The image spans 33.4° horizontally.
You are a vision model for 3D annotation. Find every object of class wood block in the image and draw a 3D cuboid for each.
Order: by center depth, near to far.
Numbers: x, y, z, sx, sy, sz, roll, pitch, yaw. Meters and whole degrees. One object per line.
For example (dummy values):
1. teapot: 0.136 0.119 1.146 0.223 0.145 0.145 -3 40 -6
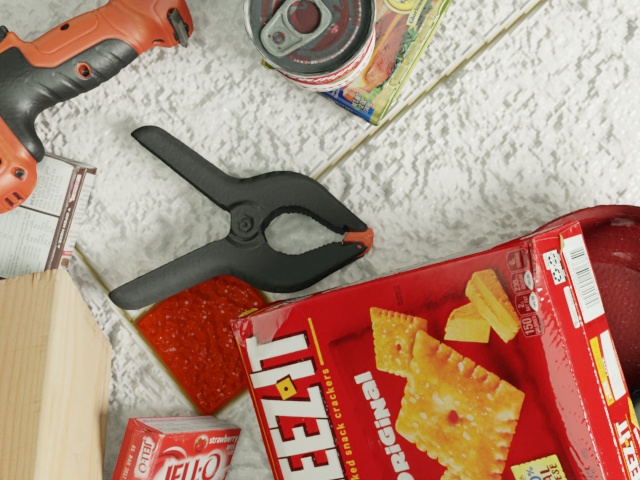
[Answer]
1. wood block: -0.183 0.127 0.620 0.091 0.090 0.206 -12 46 6

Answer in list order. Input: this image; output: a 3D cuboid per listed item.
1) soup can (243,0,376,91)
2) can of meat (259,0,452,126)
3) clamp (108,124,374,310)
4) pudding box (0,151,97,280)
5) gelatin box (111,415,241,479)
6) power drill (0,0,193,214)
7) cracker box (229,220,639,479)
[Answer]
1. soup can: -0.003 -0.119 0.590 0.068 0.102 0.068 0 93 3
2. can of meat: 0.024 -0.133 0.668 0.084 0.057 0.102 30 94 3
3. clamp: -0.054 0.001 0.685 0.171 0.039 0.120 14 89 7
4. pudding box: -0.216 -0.022 0.706 0.113 0.039 0.090 17 91 8
5. gelatin box: -0.093 0.148 0.666 0.030 0.089 0.073 18 92 29
6. power drill: -0.190 -0.134 0.676 0.187 0.057 0.184 -38 80 -4
7. cracker box: 0.063 0.096 0.613 0.214 0.071 0.164 -17 88 34
